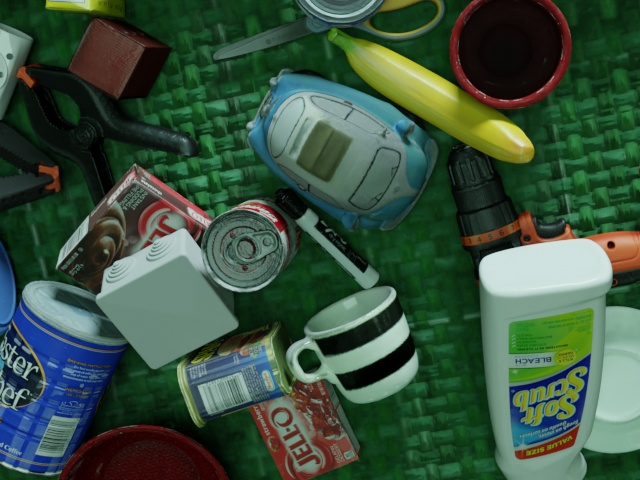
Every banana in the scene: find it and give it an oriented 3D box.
[{"bbox_3d":[0.092,-0.113,0.873,0.198,0.069,0.037,33,110,18],"label":"banana"}]

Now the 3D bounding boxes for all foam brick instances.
[{"bbox_3d":[-0.170,-0.154,0.906,0.053,0.078,0.051,31,103,2],"label":"foam brick"}]

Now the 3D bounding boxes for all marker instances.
[{"bbox_3d":[0.005,-0.002,0.913,0.020,0.020,0.121,-41,113,11],"label":"marker"}]

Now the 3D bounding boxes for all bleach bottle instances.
[{"bbox_3d":[0.188,0.123,0.875,0.102,0.068,0.251,-9,121,4],"label":"bleach bottle"}]

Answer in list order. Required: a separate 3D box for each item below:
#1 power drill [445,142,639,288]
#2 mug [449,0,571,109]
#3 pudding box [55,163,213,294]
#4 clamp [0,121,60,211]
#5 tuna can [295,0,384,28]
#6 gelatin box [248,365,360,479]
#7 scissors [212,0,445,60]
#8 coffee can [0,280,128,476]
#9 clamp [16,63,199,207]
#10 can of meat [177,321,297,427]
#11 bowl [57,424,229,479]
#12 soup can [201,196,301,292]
[{"bbox_3d":[0.211,-0.015,0.887,0.188,0.057,0.184,-17,100,13],"label":"power drill"},{"bbox_3d":[0.146,-0.164,0.860,0.093,0.081,0.117,-25,95,10],"label":"mug"},{"bbox_3d":[-0.160,0.002,0.927,0.090,0.039,0.114,36,111,-26],"label":"pudding box"},{"bbox_3d":[-0.336,-0.062,0.934,0.210,0.036,0.164,15,63,-1],"label":"clamp"},{"bbox_3d":[0.017,-0.218,0.872,0.086,0.034,0.086,0,97,1],"label":"tuna can"},{"bbox_3d":[-0.014,0.167,0.957,0.073,0.030,0.089,-23,94,11],"label":"gelatin box"},{"bbox_3d":[0.005,-0.206,0.906,0.202,0.016,0.096,-2,97,7],"label":"scissors"},{"bbox_3d":[-0.239,0.121,0.944,0.103,0.102,0.140,27,101,3],"label":"coffee can"},{"bbox_3d":[-0.202,-0.084,0.942,0.171,0.039,0.120,36,104,5],"label":"clamp"},{"bbox_3d":[-0.068,0.112,0.921,0.084,0.102,0.057,-19,96,8],"label":"can of meat"},{"bbox_3d":[-0.156,0.233,0.967,0.162,0.055,0.162,0,103,-1],"label":"bowl"},{"bbox_3d":[-0.056,0.001,0.901,0.068,0.102,0.068,1,99,7],"label":"soup can"}]
